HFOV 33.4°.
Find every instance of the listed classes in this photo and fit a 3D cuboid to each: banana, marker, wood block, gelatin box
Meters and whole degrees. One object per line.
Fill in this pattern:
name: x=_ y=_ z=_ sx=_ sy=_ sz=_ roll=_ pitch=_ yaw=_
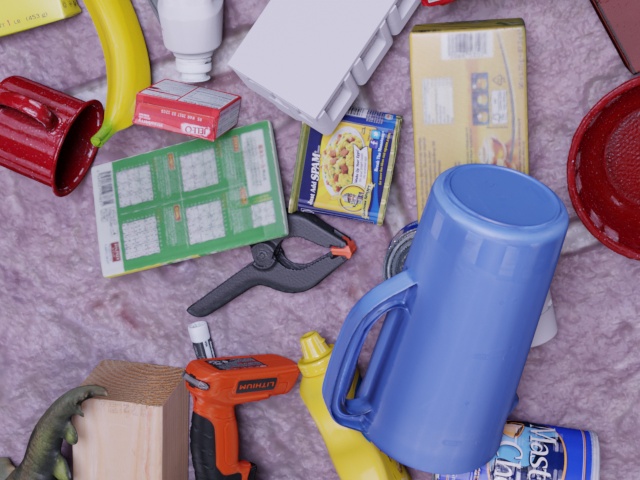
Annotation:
banana: x=-0.185 y=-0.182 z=0.925 sx=0.037 sy=0.069 sz=0.198 roll=-12 pitch=93 yaw=35
marker: x=-0.105 y=0.137 z=1.033 sx=0.020 sy=0.020 sz=0.121 roll=-10 pitch=105 yaw=11
wood block: x=-0.183 y=0.230 z=1.036 sx=0.090 sy=0.090 sz=0.206 roll=6 pitch=108 yaw=8
gelatin box: x=-0.114 y=-0.113 z=0.922 sx=0.073 sy=0.089 sz=0.030 roll=13 pitch=108 yaw=4

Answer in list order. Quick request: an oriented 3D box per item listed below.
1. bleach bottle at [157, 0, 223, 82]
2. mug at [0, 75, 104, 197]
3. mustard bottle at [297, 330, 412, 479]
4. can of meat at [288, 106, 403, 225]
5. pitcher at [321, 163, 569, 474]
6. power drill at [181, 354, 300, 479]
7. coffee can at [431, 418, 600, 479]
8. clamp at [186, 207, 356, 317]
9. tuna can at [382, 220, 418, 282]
bleach bottle: x=-0.108 y=-0.259 z=0.882 sx=0.068 sy=0.102 sz=0.251 roll=1 pitch=113 yaw=1
mug: x=-0.250 y=-0.099 z=0.938 sx=0.081 sy=0.117 sz=0.093 roll=22 pitch=78 yaw=6
mustard bottle: x=0.028 y=0.170 z=0.982 sx=0.058 sy=0.096 sz=0.191 roll=-22 pitch=102 yaw=14
can of meat: x=0.022 y=-0.068 z=0.932 sx=0.084 sy=0.057 sz=0.102 roll=11 pitch=108 yaw=4
pitcher: x=0.106 y=0.064 z=0.868 sx=0.145 sy=0.149 sz=0.243 roll=25 pitch=125 yaw=18
power drill: x=-0.066 y=0.204 z=1.000 sx=0.184 sy=0.057 sz=0.188 roll=0 pitch=97 yaw=-35
coffee can: x=0.173 y=0.213 z=0.969 sx=0.140 sy=0.102 sz=0.103 roll=8 pitch=108 yaw=6
clamp: x=-0.056 y=0.001 z=0.976 sx=0.171 sy=0.039 sz=0.120 roll=-12 pitch=107 yaw=12
tuna can: x=0.099 y=0.024 z=0.959 sx=0.086 sy=0.033 sz=0.086 roll=3 pitch=107 yaw=8
